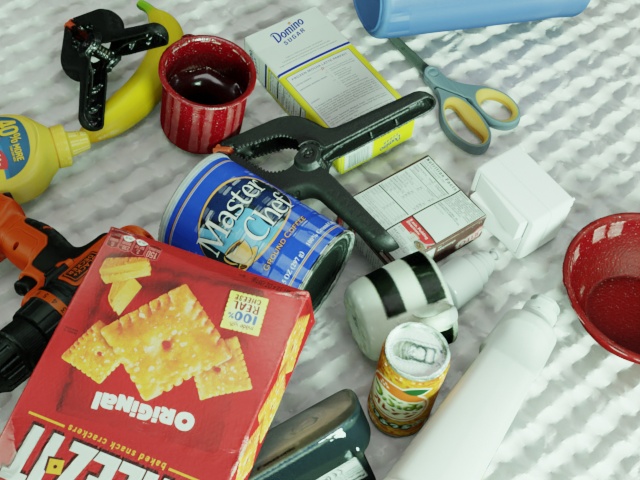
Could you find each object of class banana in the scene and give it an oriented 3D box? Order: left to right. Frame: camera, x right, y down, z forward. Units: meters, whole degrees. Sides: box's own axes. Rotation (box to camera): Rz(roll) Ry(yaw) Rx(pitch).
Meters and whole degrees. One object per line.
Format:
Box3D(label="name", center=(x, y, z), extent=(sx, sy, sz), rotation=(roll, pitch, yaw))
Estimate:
Box3D(label="banana", center=(-0.180, -0.169, 1.081), extent=(0.070, 0.037, 0.197), rotation=(2, 52, 18))

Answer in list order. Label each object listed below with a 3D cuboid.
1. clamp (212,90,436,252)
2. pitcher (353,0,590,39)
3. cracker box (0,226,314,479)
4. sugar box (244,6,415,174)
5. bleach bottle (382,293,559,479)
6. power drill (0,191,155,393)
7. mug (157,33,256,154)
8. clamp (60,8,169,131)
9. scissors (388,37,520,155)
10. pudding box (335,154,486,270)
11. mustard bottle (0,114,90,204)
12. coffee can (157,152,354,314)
Box3D(label="clamp", center=(-0.003, -0.064, 0.989), extent=(0.210, 0.036, 0.164), rotation=(0, 61, 19))
Box3D(label="pitcher", center=(0.156, -0.290, 1.144), extent=(0.242, 0.149, 0.145), rotation=(-12, 71, -15))
Box3D(label="cracker box", center=(-0.119, 0.112, 0.761), extent=(0.164, 0.072, 0.213), rotation=(19, 68, 13))
Box3D(label="sugar box", center=(0.007, -0.155, 1.084), extent=(0.093, 0.048, 0.176), rotation=(-28, 60, -20))
Box3D(label="bleach bottle", center=(0.129, 0.135, 0.862), extent=(0.068, 0.103, 0.250), rotation=(34, 60, 9))
Box3D(label="power drill", center=(-0.250, 0.036, 0.878), extent=(0.188, 0.057, 0.184), rotation=(21, 47, 33))
Box3D(label="mug", center=(-0.117, -0.147, 1.038), extent=(0.093, 0.082, 0.117), rotation=(-14, 61, -20))
Box3D(label="clamp", center=(-0.208, -0.189, 1.045), extent=(0.120, 0.039, 0.172), rotation=(-41, 44, 7))
Box3D(label="scissors", center=(0.139, -0.172, 1.127), extent=(0.096, 0.016, 0.202), rotation=(-14, 59, -17))
Box3D(label="pudding box", center=(0.085, -0.020, 1.004), extent=(0.113, 0.039, 0.090), rotation=(-28, 61, -25))
Box3D(label="mustard bottle", center=(-0.307, -0.070, 0.983), extent=(0.191, 0.058, 0.096), rotation=(-16, 54, -17))
Box3D(label="coffee can", center=(-0.056, 0.001, 0.935), extent=(0.140, 0.103, 0.102), rotation=(31, 58, 14))
